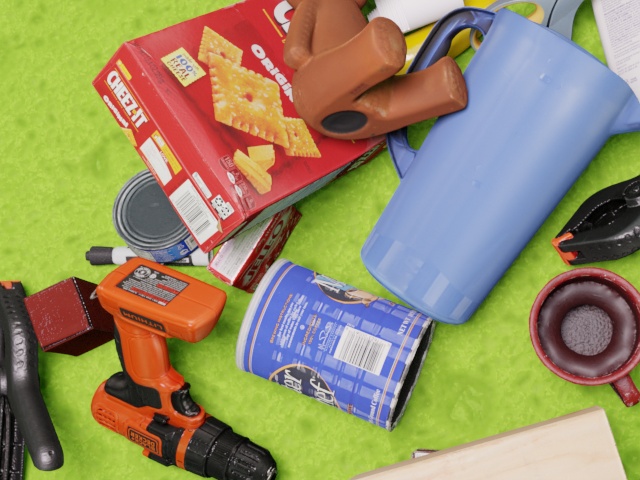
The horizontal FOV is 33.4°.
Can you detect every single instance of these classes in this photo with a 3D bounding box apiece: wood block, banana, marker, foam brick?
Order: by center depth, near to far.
[{"bbox_3d":[0.129,0.200,0.823,0.206,0.090,0.090,-18,79,9],"label":"wood block"},{"bbox_3d":[0.075,-0.177,0.960,0.198,0.037,0.069,-13,80,9],"label":"banana"},{"bbox_3d":[-0.221,0.069,0.961,0.053,0.078,0.051,-25,77,4],"label":"foam brick"},{"bbox_3d":[-0.160,0.014,0.987,0.121,0.020,0.020,0,81,11],"label":"marker"}]

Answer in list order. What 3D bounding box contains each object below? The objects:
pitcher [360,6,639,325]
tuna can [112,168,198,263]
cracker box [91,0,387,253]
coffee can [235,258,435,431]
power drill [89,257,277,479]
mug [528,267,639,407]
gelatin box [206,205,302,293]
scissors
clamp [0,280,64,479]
[{"bbox_3d":[0.130,-0.062,0.873,0.144,0.149,0.243,27,103,-30],"label":"pitcher"},{"bbox_3d":[-0.143,-0.023,0.970,0.086,0.033,0.086,-5,63,9],"label":"tuna can"},{"bbox_3d":[-0.053,-0.108,0.877,0.072,0.213,0.164,-36,87,46],"label":"cracker box"},{"bbox_3d":[0.013,0.087,0.898,0.140,0.102,0.103,21,86,13],"label":"coffee can"},{"bbox_3d":[-0.117,0.117,0.889,0.185,0.057,0.188,19,128,20],"label":"power drill"},{"bbox_3d":[0.223,0.082,0.868,0.093,0.081,0.117,-34,77,4],"label":"mug"},{"bbox_3d":[-0.056,0.001,0.940,0.030,0.073,0.089,32,89,14],"label":"gelatin box"},{"bbox_3d":[0.223,-0.195,0.894,0.202,0.016,0.096,-22,119,28],"label":"scissors"},{"bbox_3d":[-0.267,0.129,0.945,0.036,0.165,0.210,2,70,-32],"label":"clamp"}]
